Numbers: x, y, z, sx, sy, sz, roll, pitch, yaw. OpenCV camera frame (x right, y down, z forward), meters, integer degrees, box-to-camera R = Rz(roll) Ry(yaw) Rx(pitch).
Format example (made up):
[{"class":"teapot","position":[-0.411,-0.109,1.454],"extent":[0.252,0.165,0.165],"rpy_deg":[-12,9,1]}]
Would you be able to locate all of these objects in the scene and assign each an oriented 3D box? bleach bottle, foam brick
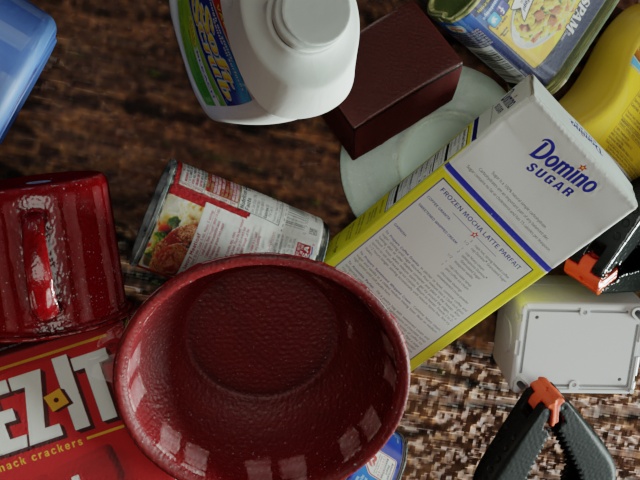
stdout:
[{"class":"bleach bottle","position":[-0.029,-0.110,0.537],"extent":[0.068,0.251,0.102],"rpy_deg":[-16,98,-10]},{"class":"foam brick","position":[0.038,-0.097,0.647],"extent":[0.078,0.051,0.053],"rpy_deg":[-31,75,-7]}]

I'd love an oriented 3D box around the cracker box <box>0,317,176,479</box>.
[{"class":"cracker box","position":[-0.162,0.165,0.629],"extent":[0.164,0.072,0.214],"rpy_deg":[-17,98,-10]}]

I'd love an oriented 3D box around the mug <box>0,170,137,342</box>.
[{"class":"mug","position":[-0.154,0.008,0.590],"extent":[0.093,0.117,0.081],"rpy_deg":[-8,100,-7]}]

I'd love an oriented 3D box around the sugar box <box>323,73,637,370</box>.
[{"class":"sugar box","position":[0.088,-0.007,0.638],"extent":[0.176,0.048,0.093],"rpy_deg":[-40,104,23]}]

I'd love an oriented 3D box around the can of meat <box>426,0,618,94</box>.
[{"class":"can of meat","position":[0.126,-0.152,0.654],"extent":[0.083,0.057,0.102],"rpy_deg":[34,88,-27]}]

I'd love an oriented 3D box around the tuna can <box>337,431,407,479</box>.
[{"class":"tuna can","position":[0.015,0.147,0.655],"extent":[0.033,0.086,0.086],"rpy_deg":[34,88,-11]}]

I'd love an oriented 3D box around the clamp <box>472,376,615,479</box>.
[{"class":"clamp","position":[0.152,0.184,0.689],"extent":[0.164,0.036,0.210],"rpy_deg":[-3,114,-14]}]

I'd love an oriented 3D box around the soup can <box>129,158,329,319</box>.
[{"class":"soup can","position":[-0.054,0.001,0.637],"extent":[0.102,0.068,0.068],"rpy_deg":[21,91,-13]}]

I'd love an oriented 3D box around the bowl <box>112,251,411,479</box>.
[{"class":"bowl","position":[-0.033,0.067,0.600],"extent":[0.162,0.055,0.162],"rpy_deg":[-1,117,-3]}]
